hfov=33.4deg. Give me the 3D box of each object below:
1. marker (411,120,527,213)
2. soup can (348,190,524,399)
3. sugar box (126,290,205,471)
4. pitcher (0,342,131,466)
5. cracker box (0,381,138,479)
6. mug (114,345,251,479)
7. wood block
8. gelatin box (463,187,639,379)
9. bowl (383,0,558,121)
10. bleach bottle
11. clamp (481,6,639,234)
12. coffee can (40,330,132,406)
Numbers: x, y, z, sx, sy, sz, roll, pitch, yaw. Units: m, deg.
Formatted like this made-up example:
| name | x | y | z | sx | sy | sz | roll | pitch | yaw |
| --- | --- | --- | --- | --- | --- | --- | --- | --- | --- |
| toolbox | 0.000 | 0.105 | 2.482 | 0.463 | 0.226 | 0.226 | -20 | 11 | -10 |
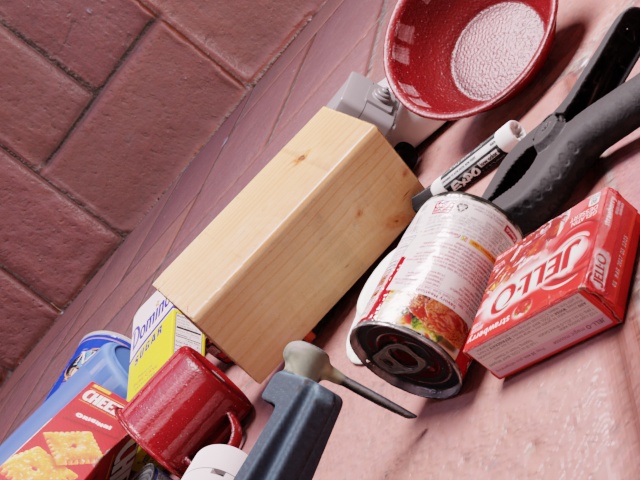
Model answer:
| name | x | y | z | sx | sy | sz | roll | pitch | yaw |
| --- | --- | --- | --- | --- | --- | --- | --- | --- | --- |
| marker | 0.110 | -0.052 | 0.811 | 0.121 | 0.020 | 0.020 | -39 | 17 | 46 |
| soup can | 0.069 | 0.030 | 0.613 | 0.069 | 0.068 | 0.102 | -32 | 23 | 57 |
| sugar box | -0.152 | 0.129 | 1.045 | 0.093 | 0.048 | 0.176 | -43 | 39 | 38 |
| pitcher | -0.263 | 0.229 | 1.146 | 0.243 | 0.145 | 0.149 | -47 | 25 | 6 |
| cracker box | -0.239 | 0.245 | 0.913 | 0.164 | 0.072 | 0.213 | -68 | -10 | 26 |
| mug | -0.106 | 0.149 | 0.893 | 0.081 | 0.093 | 0.117 | -48 | 43 | -3 |
| wood block | -0.023 | 0.001 | 0.865 | 0.206 | 0.090 | 0.091 | -47 | 33 | -8 |
| gelatin box | 0.118 | 0.022 | 0.543 | 0.089 | 0.030 | 0.073 | -39 | 18 | 47 |
| bowl | 0.131 | -0.164 | 0.867 | 0.162 | 0.055 | 0.162 | -15 | 65 | 36 |
| bleach bottle | 0.101 | -0.138 | 0.990 | 0.251 | 0.068 | 0.102 | -34 | 24 | 48 |
| clamp | 0.152 | -0.059 | 0.634 | 0.172 | 0.039 | 0.120 | -55 | 7 | 16 |
| coffee can | -0.282 | 0.196 | 1.326 | 0.103 | 0.102 | 0.140 | -42 | 16 | 39 |
